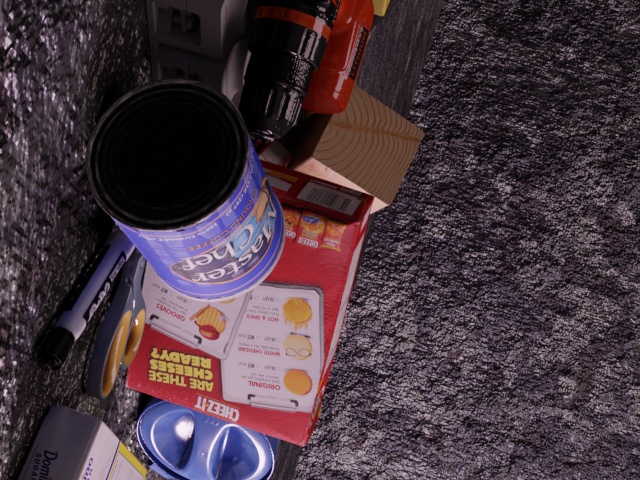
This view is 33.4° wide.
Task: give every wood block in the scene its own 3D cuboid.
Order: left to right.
[{"bbox_3d":[0.007,-0.072,1.093,0.090,0.090,0.206,-63,-166,-21],"label":"wood block"}]

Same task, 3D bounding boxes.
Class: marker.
[{"bbox_3d":[-0.155,0.039,0.707,0.020,0.020,0.121,100,10,-45],"label":"marker"}]

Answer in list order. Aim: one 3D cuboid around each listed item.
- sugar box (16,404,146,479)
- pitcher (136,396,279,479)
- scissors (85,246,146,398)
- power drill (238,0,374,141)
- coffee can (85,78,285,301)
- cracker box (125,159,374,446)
[{"bbox_3d":[-0.177,0.188,0.785,0.176,0.048,0.093,82,26,-65],"label":"sugar box"},{"bbox_3d":[-0.088,0.124,1.070,0.242,0.149,0.145,-70,158,-48],"label":"pitcher"},{"bbox_3d":[-0.139,0.022,0.818,0.096,0.016,0.202,42,64,-84],"label":"scissors"},{"bbox_3d":[-0.006,-0.148,0.772,0.187,0.057,0.184,44,63,-82],"label":"power drill"},{"bbox_3d":[-0.084,-0.029,0.707,0.140,0.103,0.102,70,37,-68],"label":"coffee can"},{"bbox_3d":[-0.060,0.042,0.874,0.072,0.164,0.214,-55,160,-63],"label":"cracker box"}]
